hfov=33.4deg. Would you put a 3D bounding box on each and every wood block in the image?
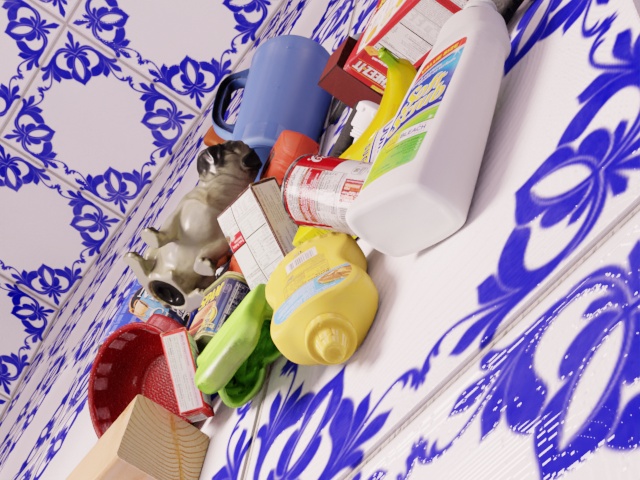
[{"bbox_3d":[-0.212,0.268,1.103,0.206,0.090,0.090,-48,16,30],"label":"wood block"}]

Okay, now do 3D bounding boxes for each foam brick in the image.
[{"bbox_3d":[0.046,-0.198,1.298,0.051,0.078,0.053,-37,25,53],"label":"foam brick"}]

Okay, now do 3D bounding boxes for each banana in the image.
[{"bbox_3d":[0.056,-0.117,1.098,0.037,0.069,0.198,-96,24,-46],"label":"banana"}]

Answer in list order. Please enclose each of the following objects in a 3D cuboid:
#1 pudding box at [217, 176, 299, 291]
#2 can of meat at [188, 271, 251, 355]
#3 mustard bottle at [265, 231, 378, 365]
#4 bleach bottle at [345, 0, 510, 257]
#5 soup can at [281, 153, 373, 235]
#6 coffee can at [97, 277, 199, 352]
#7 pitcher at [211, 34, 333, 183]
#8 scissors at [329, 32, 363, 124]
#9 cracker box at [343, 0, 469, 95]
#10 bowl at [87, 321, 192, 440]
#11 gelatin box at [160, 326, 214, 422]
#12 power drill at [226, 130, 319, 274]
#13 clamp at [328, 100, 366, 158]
[{"bbox_3d":[-0.058,0.001,1.141,0.039,0.113,0.090,-21,-10,-37],"label":"pudding box"},{"bbox_3d":[-0.112,0.095,1.224,0.102,0.057,0.084,-37,27,56],"label":"can of meat"},{"bbox_3d":[0.002,0.056,0.900,0.096,0.058,0.191,-34,17,6],"label":"mustard bottle"},{"bbox_3d":[0.102,-0.109,0.895,0.103,0.068,0.250,-28,33,48],"label":"bleach bottle"},{"bbox_3d":[0.024,-0.038,0.945,0.102,0.068,0.068,12,66,44],"label":"soup can"},{"bbox_3d":[-0.238,0.117,1.509,0.103,0.102,0.140,-38,23,54],"label":"coffee can"},{"bbox_3d":[-0.066,-0.170,1.493,0.149,0.145,0.242,-39,25,37],"label":"pitcher"},{"bbox_3d":[0.036,-0.211,1.377,0.202,0.096,0.016,-42,59,41],"label":"scissors"},{"bbox_3d":[0.129,-0.280,1.211,0.214,0.072,0.164,-36,24,58],"label":"cracker box"},{"bbox_3d":[-0.190,0.174,1.212,0.162,0.055,0.162,-4,83,36],"label":"bowl"},{"bbox_3d":[-0.139,0.140,1.110,0.030,0.089,0.073,-16,-15,-3],"label":"gelatin box"},{"bbox_3d":[-0.053,-0.045,1.273,0.185,0.057,0.187,-58,9,45],"label":"power drill"},{"bbox_3d":[0.009,-0.072,1.224,0.171,0.039,0.120,-65,3,-37],"label":"clamp"}]
